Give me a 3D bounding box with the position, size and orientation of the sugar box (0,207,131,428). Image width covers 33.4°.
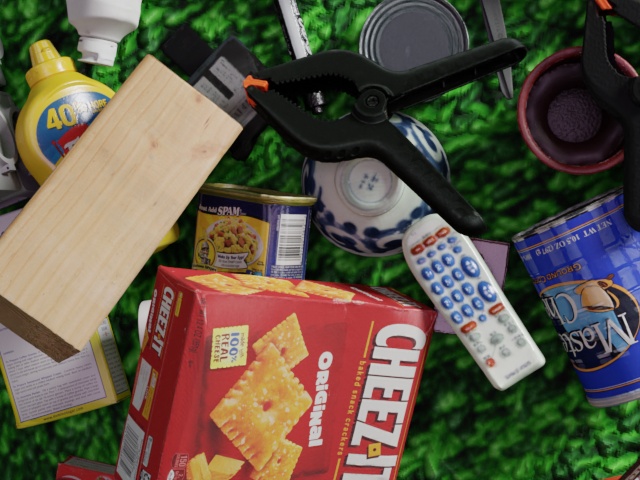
[{"bbox_3d":[-0.229,0.060,0.892,0.093,0.048,0.176,-16,86,8],"label":"sugar box"}]

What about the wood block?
[{"bbox_3d":[-0.159,-0.022,0.781,0.090,0.091,0.206,38,68,-11],"label":"wood block"}]

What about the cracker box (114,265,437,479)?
[{"bbox_3d":[-0.029,0.112,0.786,0.213,0.072,0.164,7,101,-34],"label":"cracker box"}]

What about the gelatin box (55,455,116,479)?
[{"bbox_3d":[-0.182,0.228,0.897,0.089,0.030,0.073,11,93,7],"label":"gelatin box"}]

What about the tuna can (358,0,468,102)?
[{"bbox_3d":[0.075,-0.152,0.848,0.086,0.033,0.086,0,92,8],"label":"tuna can"}]

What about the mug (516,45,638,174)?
[{"bbox_3d":[0.204,-0.088,0.808,0.117,0.081,0.093,36,96,5],"label":"mug"}]

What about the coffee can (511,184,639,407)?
[{"bbox_3d":[0.219,0.040,0.800,0.103,0.102,0.140,-26,88,8],"label":"coffee can"}]

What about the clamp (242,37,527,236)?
[{"bbox_3d":[0.043,-0.086,0.794,0.210,0.036,0.164,6,66,8],"label":"clamp"}]

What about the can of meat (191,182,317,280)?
[{"bbox_3d":[-0.055,0.001,0.845,0.102,0.057,0.084,11,97,40],"label":"can of meat"}]

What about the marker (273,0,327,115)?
[{"bbox_3d":[-0.019,-0.161,0.868,0.020,0.020,0.121,-16,90,8],"label":"marker"}]

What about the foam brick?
[{"bbox_3d":[0.117,0.036,0.839,0.053,0.051,0.078,8,93,8],"label":"foam brick"}]

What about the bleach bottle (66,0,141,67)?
[{"bbox_3d":[-0.154,-0.264,0.848,0.103,0.067,0.251,15,97,46],"label":"bleach bottle"}]

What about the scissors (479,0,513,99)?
[{"bbox_3d":[0.112,-0.215,0.850,0.096,0.016,0.202,4,92,9],"label":"scissors"}]

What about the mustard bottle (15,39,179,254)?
[{"bbox_3d":[-0.191,-0.071,0.863,0.096,0.058,0.191,-21,87,-32],"label":"mustard bottle"}]
